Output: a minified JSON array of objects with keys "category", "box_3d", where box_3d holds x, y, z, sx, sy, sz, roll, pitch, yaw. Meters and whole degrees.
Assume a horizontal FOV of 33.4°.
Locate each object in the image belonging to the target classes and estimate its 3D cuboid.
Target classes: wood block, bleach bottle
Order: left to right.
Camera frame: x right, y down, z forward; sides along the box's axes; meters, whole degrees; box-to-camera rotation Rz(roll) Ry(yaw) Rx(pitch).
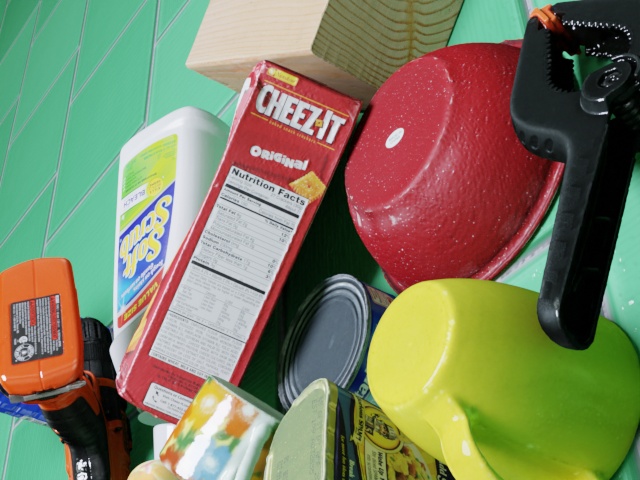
[{"category":"bleach bottle","box_3d":[-0.116,0.021,0.834,0.103,0.068,0.251,-26,50,30]},{"category":"wood block","box_3d":[-0.004,-0.147,0.742,0.206,0.090,0.091,12,79,61]}]

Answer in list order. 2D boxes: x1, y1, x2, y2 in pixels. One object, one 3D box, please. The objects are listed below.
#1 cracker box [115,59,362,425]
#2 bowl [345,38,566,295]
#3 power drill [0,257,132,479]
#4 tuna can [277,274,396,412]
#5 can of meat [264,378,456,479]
[{"category":"cracker box","box_3d":[-0.054,0.001,0.681,0.164,0.072,0.214,-148,82,-84]},{"category":"bowl","box_3d":[0.062,-0.048,0.587,0.162,0.055,0.162,-40,37,40]},{"category":"power drill","box_3d":[-0.184,0.097,0.793,0.187,0.057,0.184,80,174,-52]},{"category":"tuna can","box_3d":[0.013,0.065,0.606,0.086,0.033,0.086,-40,37,39]},{"category":"can of meat","box_3d":[0.022,0.121,0.475,0.058,0.083,0.102,-49,21,30]}]
